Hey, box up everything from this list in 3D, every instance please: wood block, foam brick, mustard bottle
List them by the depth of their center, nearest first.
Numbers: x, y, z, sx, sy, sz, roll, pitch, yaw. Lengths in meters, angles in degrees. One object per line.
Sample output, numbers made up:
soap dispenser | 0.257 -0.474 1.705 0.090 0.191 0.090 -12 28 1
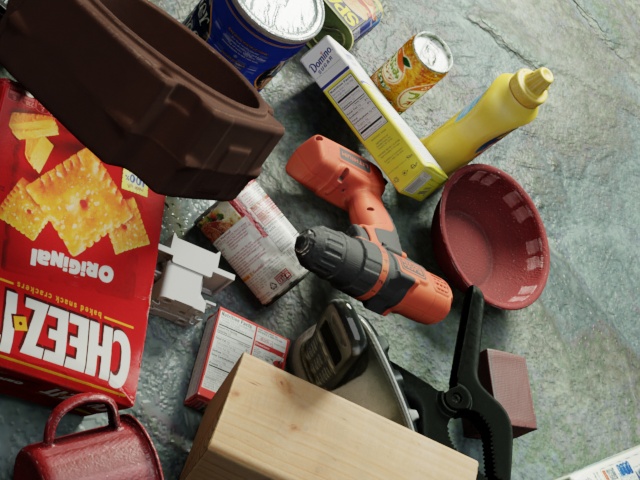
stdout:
wood block | 0.006 0.184 0.826 0.206 0.091 0.090 26 48 -7
foam brick | 0.173 0.155 1.058 0.051 0.053 0.078 12 60 -31
mustard bottle | 0.172 -0.124 1.124 0.058 0.192 0.096 53 47 1

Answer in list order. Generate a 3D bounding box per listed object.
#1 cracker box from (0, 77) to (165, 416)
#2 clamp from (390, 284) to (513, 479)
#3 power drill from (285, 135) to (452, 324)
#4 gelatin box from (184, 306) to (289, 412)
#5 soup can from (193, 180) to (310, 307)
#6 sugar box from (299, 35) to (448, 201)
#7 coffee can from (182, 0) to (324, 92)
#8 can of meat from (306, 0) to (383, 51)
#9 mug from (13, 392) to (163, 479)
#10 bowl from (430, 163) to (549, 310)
cracker box | -0.205 0.008 0.804 0.164 0.072 0.213 27 58 -42
clamp | 0.127 0.145 0.999 0.164 0.036 0.210 -24 72 -22
power drill | 0.028 -0.014 0.992 0.184 0.057 0.188 27 29 -40
gelatin box | -0.071 0.112 0.917 0.073 0.030 0.089 27 51 -20
soup can | -0.056 0.001 0.966 0.102 0.069 0.068 50 47 -2
sugar box | 0.055 -0.123 1.098 0.176 0.048 0.093 52 12 16
coffee can | -0.076 -0.195 1.016 0.102 0.141 0.103 18 55 -28
can of meat | 0.011 -0.258 1.177 0.102 0.058 0.083 49 44 -4
mug | -0.168 0.167 0.763 0.081 0.093 0.117 -9 105 -35
bowl | 0.170 0.002 1.135 0.161 0.055 0.162 15 64 -33
